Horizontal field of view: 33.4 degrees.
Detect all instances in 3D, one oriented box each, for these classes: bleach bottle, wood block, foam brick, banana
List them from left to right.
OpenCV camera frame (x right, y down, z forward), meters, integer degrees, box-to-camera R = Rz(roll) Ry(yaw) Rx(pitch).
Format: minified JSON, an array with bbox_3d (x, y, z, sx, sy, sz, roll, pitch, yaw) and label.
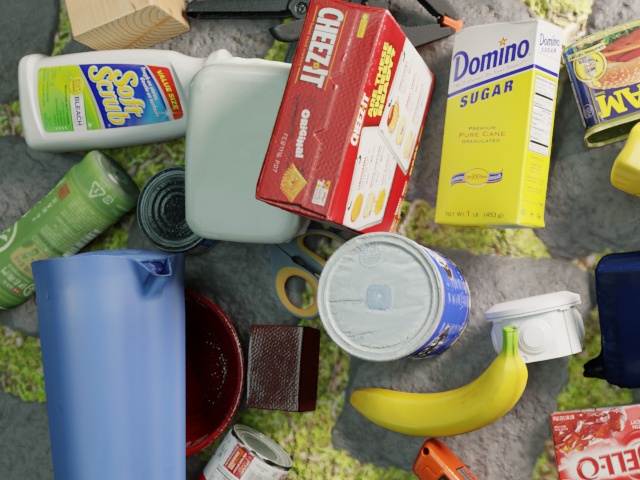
[{"bbox_3d":[-0.207,-0.298,1.051,0.091,0.090,0.206,-18,80,15],"label":"wood block"},{"bbox_3d":[-0.168,-0.144,1.023,0.251,0.068,0.102,-5,89,22],"label":"bleach bottle"},{"bbox_3d":[-0.034,0.116,0.977,0.053,0.051,0.078,3,85,18],"label":"foam brick"},{"bbox_3d":[0.107,0.133,0.909,0.198,0.037,0.069,-30,74,40],"label":"banana"}]

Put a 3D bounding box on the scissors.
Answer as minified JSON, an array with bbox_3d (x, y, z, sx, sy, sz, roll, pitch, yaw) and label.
[{"bbox_3d":[-0.057,0.001,0.996,0.202,0.016,0.096,26,99,7],"label":"scissors"}]

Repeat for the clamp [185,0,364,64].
[{"bbox_3d":[-0.022,-0.220,1.012,0.210,0.036,0.164,-42,76,13],"label":"clamp"}]

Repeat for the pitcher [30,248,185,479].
[{"bbox_3d":[-0.184,0.130,0.933,0.145,0.149,0.243,-3,87,1],"label":"pitcher"}]

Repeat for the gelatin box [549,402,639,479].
[{"bbox_3d":[0.242,0.176,0.895,0.089,0.030,0.073,-9,82,17],"label":"gelatin box"}]

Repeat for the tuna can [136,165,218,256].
[{"bbox_3d":[-0.133,-0.029,1.031,0.086,0.033,0.086,-2,84,17],"label":"tuna can"}]

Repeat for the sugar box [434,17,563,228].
[{"bbox_3d":[0.153,-0.099,0.925,0.094,0.048,0.176,2,86,45],"label":"sugar box"}]

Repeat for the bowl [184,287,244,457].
[{"bbox_3d":[-0.138,0.123,1.006,0.162,0.055,0.162,-2,84,17],"label":"bowl"}]

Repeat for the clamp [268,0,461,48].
[{"bbox_3d":[0.045,-0.227,0.956,0.171,0.039,0.120,7,103,-10],"label":"clamp"}]

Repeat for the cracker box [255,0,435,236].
[{"bbox_3d":[0.027,-0.091,0.892,0.072,0.213,0.164,15,89,18],"label":"cracker box"}]

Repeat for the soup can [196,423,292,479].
[{"bbox_3d":[-0.080,0.227,0.971,0.068,0.068,0.102,35,95,17],"label":"soup can"}]

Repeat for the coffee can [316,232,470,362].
[{"bbox_3d":[0.066,0.051,0.904,0.103,0.140,0.103,-2,84,17],"label":"coffee can"}]
